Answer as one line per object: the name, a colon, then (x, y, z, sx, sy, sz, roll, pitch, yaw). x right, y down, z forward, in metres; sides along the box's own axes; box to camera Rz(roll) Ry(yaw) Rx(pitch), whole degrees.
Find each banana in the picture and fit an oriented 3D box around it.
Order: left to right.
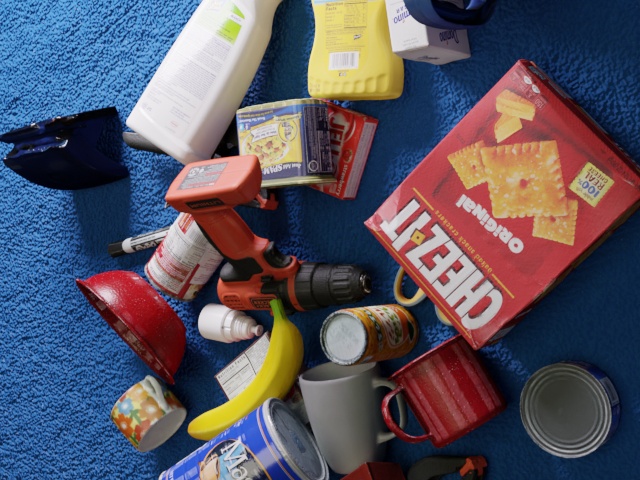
banana: (-0.070, 0.154, 1.119, 0.070, 0.037, 0.198, 48, 116, 31)

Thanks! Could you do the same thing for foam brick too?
foam brick: (0.044, 0.258, 1.049, 0.078, 0.051, 0.053, -39, 56, 30)

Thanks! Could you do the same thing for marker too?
marker: (-0.205, 0.000, 1.256, 0.121, 0.020, 0.020, -15, 84, 32)

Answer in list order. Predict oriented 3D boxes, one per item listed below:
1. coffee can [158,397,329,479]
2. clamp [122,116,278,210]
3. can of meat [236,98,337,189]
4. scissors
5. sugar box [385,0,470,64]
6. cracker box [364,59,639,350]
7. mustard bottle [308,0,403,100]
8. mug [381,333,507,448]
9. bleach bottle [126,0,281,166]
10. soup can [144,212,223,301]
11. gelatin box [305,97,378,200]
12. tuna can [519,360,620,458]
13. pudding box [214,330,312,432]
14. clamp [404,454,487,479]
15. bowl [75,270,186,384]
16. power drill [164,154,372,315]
coffee can: (-0.077, 0.238, 1.069, 0.140, 0.102, 0.103, -36, 72, 10)
clamp: (-0.125, -0.104, 1.186, 0.165, 0.036, 0.210, -42, 71, 21)
can of meat: (-0.037, -0.096, 1.083, 0.102, 0.057, 0.084, -4, 92, 35)
scissors: (0.147, 0.001, 1.030, 0.096, 0.016, 0.202, 49, 116, 20)
sugar box: (0.094, -0.259, 1.008, 0.048, 0.093, 0.176, -6, 88, 33)
cracker box: (0.169, -0.031, 0.968, 0.214, 0.072, 0.164, -47, 73, 20)
mustard bottle: (0.037, -0.238, 1.066, 0.096, 0.058, 0.191, 3, 94, 31)
mug: (0.113, 0.148, 1.005, 0.081, 0.117, 0.093, 59, 158, 11)
bleach bottle: (-0.100, -0.203, 1.132, 0.103, 0.068, 0.251, 34, 93, 20)
soup can: (-0.142, 0.009, 1.186, 0.068, 0.068, 0.102, 46, 114, 23)
gelatin box: (0.012, -0.095, 1.104, 0.073, 0.030, 0.089, 24, 105, 30)
tuna can: (0.228, 0.152, 0.972, 0.086, 0.033, 0.086, 2, 93, 33)
pudding box: (-0.052, 0.166, 1.152, 0.090, 0.039, 0.113, -41, 69, 27)
clamp: (0.104, 0.277, 1.055, 0.172, 0.039, 0.120, -40, 71, 32)
bowl: (-0.202, 0.087, 1.205, 0.162, 0.162, 0.055, 39, 73, 26)
power drill: (-0.057, 0.001, 1.080, 0.185, 0.057, 0.187, -6, 130, 32)
